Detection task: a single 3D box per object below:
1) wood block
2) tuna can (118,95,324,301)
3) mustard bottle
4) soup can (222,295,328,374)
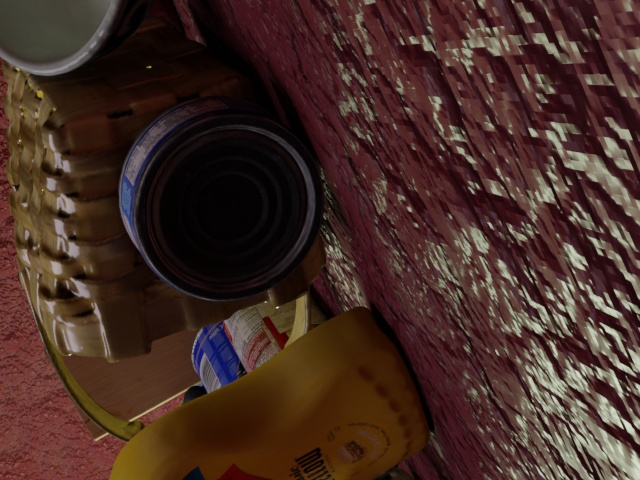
[{"bbox_3d":[-0.128,0.082,0.954,0.091,0.206,0.090,62,173,-5],"label":"wood block"},{"bbox_3d":[-0.042,-0.018,0.462,0.086,0.086,0.034,65,170,-24],"label":"tuna can"},{"bbox_3d":[-0.042,0.113,0.525,0.058,0.191,0.096,55,171,43],"label":"mustard bottle"},{"bbox_3d":[-0.022,0.073,0.727,0.102,0.068,0.068,52,168,56],"label":"soup can"}]
